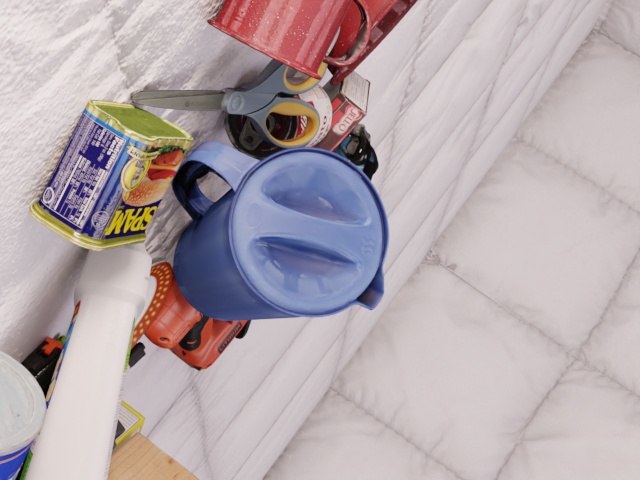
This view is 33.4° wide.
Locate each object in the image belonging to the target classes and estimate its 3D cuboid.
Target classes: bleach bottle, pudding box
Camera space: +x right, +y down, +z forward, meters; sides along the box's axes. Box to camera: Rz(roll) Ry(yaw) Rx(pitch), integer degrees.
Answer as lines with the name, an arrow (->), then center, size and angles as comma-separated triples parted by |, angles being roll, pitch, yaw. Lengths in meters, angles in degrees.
bleach bottle -> -0.178, 0.102, 0.827 | 0.103, 0.068, 0.251 | 162, -59, -77
pudding box -> 0.006, -0.120, 1.052 | 0.090, 0.039, 0.113 | -45, -164, 21

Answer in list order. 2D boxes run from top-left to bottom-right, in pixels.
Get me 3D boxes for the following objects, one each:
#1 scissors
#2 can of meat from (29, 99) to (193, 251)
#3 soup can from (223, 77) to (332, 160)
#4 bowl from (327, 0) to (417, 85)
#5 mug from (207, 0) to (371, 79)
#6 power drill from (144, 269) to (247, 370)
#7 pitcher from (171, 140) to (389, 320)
scissors -> -0.056, -0.123, 0.815 | 0.201, 0.016, 0.096 | 17, 99, -55
can of meat -> -0.138, -0.045, 0.723 | 0.084, 0.057, 0.102 | -61, 169, 11
soup can -> -0.035, -0.110, 0.951 | 0.069, 0.068, 0.102 | -59, 169, 19
bowl -> 0.045, -0.218, 0.967 | 0.162, 0.055, 0.162 | -48, 180, 0
mug -> -0.013, -0.168, 0.772 | 0.081, 0.117, 0.093 | -63, -153, 10
power drill -> -0.113, 0.054, 1.138 | 0.184, 0.057, 0.188 | -49, 165, -17
pitcher -> -0.056, 0.001, 0.923 | 0.144, 0.149, 0.243 | -5, 174, -23
